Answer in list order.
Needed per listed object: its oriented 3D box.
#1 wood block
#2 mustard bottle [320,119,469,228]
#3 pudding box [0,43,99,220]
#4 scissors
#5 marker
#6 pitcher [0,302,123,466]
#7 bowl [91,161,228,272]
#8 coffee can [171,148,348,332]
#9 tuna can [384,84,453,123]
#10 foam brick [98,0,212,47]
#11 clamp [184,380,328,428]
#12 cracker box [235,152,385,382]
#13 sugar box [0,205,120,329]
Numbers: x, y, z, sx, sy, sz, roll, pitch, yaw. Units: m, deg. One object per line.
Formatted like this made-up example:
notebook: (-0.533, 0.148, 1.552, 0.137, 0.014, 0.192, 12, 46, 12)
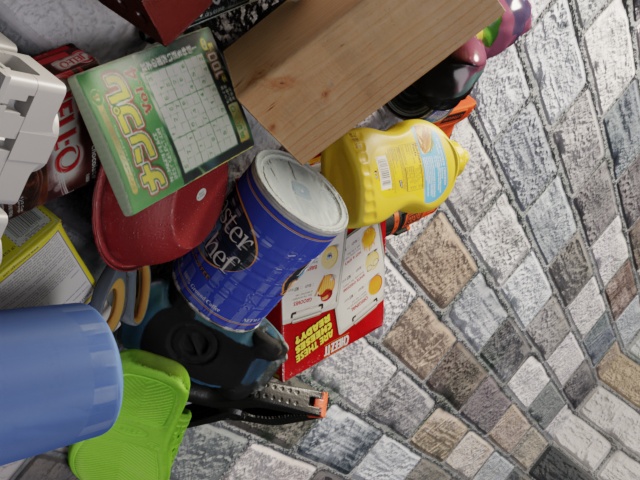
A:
wood block: (0.032, -0.169, 0.868, 0.206, 0.091, 0.090, -36, 126, 13)
mustard bottle: (0.087, -0.074, 1.087, 0.191, 0.058, 0.096, -14, 93, -42)
pudding box: (-0.211, -0.081, 0.797, 0.089, 0.039, 0.114, -30, 146, -37)
scissors: (-0.173, 0.000, 0.916, 0.096, 0.016, 0.202, -54, 153, -50)
marker: (-0.097, -0.186, 0.867, 0.120, 0.020, 0.020, -31, 146, -34)
pitcher: (-0.280, 0.117, 0.790, 0.242, 0.149, 0.145, -8, 123, -37)
bowl: (-0.124, -0.043, 0.902, 0.161, 0.055, 0.162, -52, 151, -44)
coffee can: (-0.056, 0.001, 0.976, 0.140, 0.103, 0.102, -49, 156, 27)
tuna can: (0.105, -0.166, 1.122, 0.033, 0.086, 0.086, -2, 125, -53)
foam brick: (-0.125, -0.186, 0.763, 0.051, 0.078, 0.053, -46, 152, -14)
clamp: (-0.095, 0.175, 1.141, 0.164, 0.210, 0.036, 75, 20, -64)
cracker box: (-0.008, 0.017, 1.128, 0.163, 0.072, 0.214, -25, 125, -40)
sugar box: (-0.238, 0.050, 0.904, 0.093, 0.048, 0.176, -43, 154, -19)
